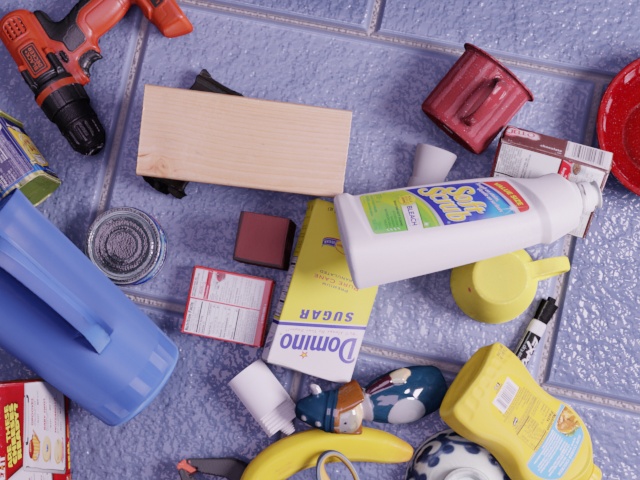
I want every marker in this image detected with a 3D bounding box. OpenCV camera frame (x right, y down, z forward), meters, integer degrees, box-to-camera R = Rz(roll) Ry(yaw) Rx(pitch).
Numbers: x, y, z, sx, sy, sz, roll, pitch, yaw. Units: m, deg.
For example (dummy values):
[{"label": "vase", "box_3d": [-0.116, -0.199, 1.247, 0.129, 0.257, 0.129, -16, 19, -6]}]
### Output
[{"label": "marker", "box_3d": [0.213, 0.113, 1.109, 0.020, 0.020, 0.121, 28, 87, 6]}]

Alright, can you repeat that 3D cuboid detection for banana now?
[{"label": "banana", "box_3d": [-0.005, 0.228, 1.096, 0.197, 0.037, 0.069, -20, 82, -11]}]

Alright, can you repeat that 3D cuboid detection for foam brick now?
[{"label": "foam brick", "box_3d": [-0.057, 0.001, 1.112, 0.051, 0.078, 0.053, 9, 88, 5]}]

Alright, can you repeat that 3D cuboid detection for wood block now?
[{"label": "wood block", "box_3d": [-0.080, -0.099, 1.089, 0.206, 0.090, 0.091, 6, 94, -9]}]

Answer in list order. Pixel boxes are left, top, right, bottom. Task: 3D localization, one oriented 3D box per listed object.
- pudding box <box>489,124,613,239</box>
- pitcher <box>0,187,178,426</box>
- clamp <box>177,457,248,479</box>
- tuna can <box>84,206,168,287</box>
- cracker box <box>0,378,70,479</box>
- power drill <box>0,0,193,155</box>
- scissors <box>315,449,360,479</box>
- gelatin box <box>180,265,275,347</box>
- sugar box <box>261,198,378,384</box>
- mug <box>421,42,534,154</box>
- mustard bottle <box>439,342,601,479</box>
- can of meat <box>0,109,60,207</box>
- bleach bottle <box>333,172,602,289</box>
[{"label": "pudding box", "box_3d": [0.229, -0.059, 1.087, 0.113, 0.039, 0.090, 18, 130, 11]}, {"label": "pitcher", "box_3d": [-0.258, 0.073, 1.056, 0.145, 0.149, 0.242, -39, 108, 25]}, {"label": "clamp", "box_3d": [-0.069, 0.275, 1.108, 0.171, 0.039, 0.120, 44, 72, 9]}, {"label": "tuna can", "box_3d": [-0.209, 0.007, 1.145, 0.086, 0.033, 0.086, 0, 85, 5]}, {"label": "cracker box", "box_3d": [-0.307, 0.219, 1.043, 0.072, 0.213, 0.164, -3, 84, 4]}, {"label": "power drill", "box_3d": [-0.235, -0.208, 1.156, 0.187, 0.057, 0.184, -34, 83, 1]}, {"label": "scissors", "box_3d": [0.018, 0.311, 1.062, 0.096, 0.016, 0.202, -14, 86, -10]}, {"label": "gelatin box", "box_3d": [-0.098, 0.070, 1.133, 0.089, 0.030, 0.073, 10, 87, 6]}, {"label": "sugar box", "box_3d": [0.009, 0.053, 1.108, 0.093, 0.048, 0.176, 17, 84, -11]}, {"label": "mug", "box_3d": [0.160, -0.141, 1.091, 0.093, 0.117, 0.081, 39, 93, -12]}, {"label": "mustard bottle", "box_3d": [0.214, 0.197, 1.067, 0.191, 0.058, 0.096, 42, 61, -8]}, {"label": "can of meat", "box_3d": [-0.327, -0.083, 1.131, 0.057, 0.102, 0.084, -37, 85, -1]}, {"label": "bleach bottle", "box_3d": [0.145, -0.023, 1.039, 0.251, 0.068, 0.102, -12, 39, -1]}]
